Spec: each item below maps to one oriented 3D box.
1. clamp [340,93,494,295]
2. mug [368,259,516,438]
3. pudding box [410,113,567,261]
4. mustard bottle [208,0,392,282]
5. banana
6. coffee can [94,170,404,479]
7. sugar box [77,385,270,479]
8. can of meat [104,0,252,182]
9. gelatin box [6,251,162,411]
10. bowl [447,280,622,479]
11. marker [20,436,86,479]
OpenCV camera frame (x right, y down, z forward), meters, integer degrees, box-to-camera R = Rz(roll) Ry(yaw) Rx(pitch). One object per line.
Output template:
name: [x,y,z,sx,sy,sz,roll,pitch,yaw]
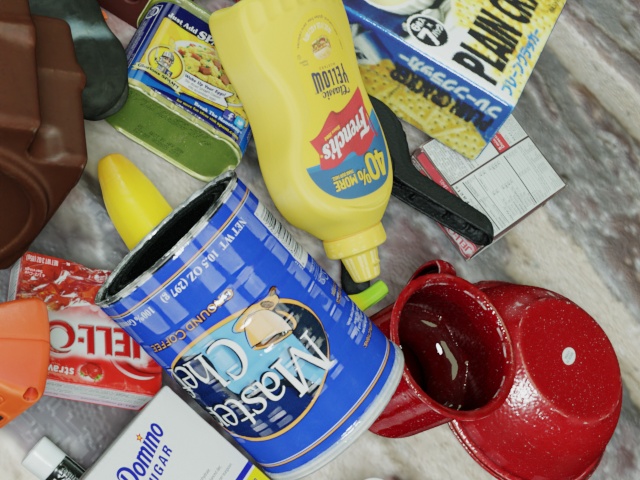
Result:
clamp: [0.046,-0.046,0.752,0.120,0.039,0.171,-14,74,-25]
mug: [0.063,0.067,0.679,0.093,0.082,0.117,20,59,-23]
pudding box: [0.125,-0.048,0.815,0.113,0.039,0.090,-31,83,-38]
mustard bottle: [0.000,-0.065,0.680,0.096,0.058,0.191,-28,103,-47]
banana: [-0.057,0.018,0.657,0.197,0.037,0.069,27,67,-12]
coffee can: [-0.037,0.047,0.584,0.140,0.103,0.102,47,49,-14]
sugar box: [-0.048,0.168,0.555,0.176,0.048,0.093,42,38,-1]
can of meat: [-0.085,-0.098,0.696,0.102,0.058,0.084,31,54,-16]
gelatin box: [-0.132,0.052,0.600,0.089,0.030,0.073,14,58,-26]
bowl: [0.158,0.092,0.747,0.161,0.055,0.162,15,57,-25]
marker: [-0.107,0.150,0.569,0.121,0.020,0.020,42,50,-7]
